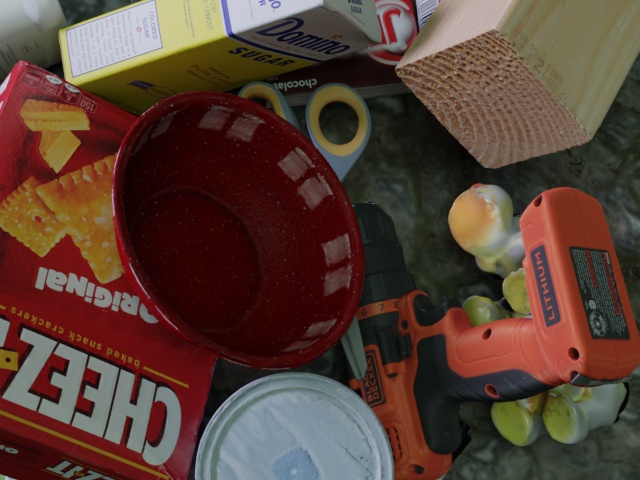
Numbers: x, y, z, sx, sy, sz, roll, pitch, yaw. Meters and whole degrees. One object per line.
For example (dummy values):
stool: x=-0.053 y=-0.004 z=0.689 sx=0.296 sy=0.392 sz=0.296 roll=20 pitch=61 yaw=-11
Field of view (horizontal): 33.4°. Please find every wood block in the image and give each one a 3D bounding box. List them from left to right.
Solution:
wood block: x=0.146 y=-0.153 z=0.643 sx=0.090 sy=0.091 sz=0.206 roll=43 pitch=62 yaw=-20

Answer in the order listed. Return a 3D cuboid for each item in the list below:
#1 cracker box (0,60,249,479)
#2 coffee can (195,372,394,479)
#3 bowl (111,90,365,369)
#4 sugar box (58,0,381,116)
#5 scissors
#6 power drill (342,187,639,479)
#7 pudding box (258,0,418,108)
cracker box: x=-0.136 y=0.025 z=0.601 sx=0.164 sy=0.072 sz=0.213 roll=27 pitch=52 yaw=-24
coffee can: x=-0.017 y=0.133 z=0.613 sx=0.102 sy=0.140 sz=0.103 roll=1 pitch=78 yaw=-4
bowl: x=-0.054 y=0.001 z=0.590 sx=0.161 sy=0.055 sz=0.162 roll=19 pitch=58 yaw=-32
sugar box: x=-0.060 y=-0.124 z=0.655 sx=0.176 sy=0.093 sz=0.048 roll=-11 pitch=81 yaw=22
scissors: x=0.015 y=-0.020 z=0.659 sx=0.096 sy=0.016 sz=0.202 roll=-24 pitch=72 yaw=-18
power drill: x=0.085 y=0.038 z=0.627 sx=0.057 sy=0.188 sz=0.184 roll=1 pitch=68 yaw=-39
pudding box: x=0.008 y=-0.141 z=0.723 sx=0.113 sy=0.039 sz=0.090 roll=-8 pitch=80 yaw=-5
